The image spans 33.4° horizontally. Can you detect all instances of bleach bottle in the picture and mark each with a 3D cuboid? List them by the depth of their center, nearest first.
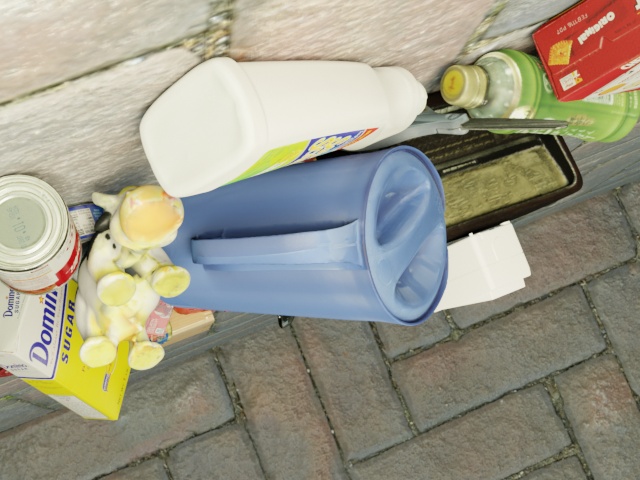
[{"bbox_3d":[-0.001,-0.090,0.742,0.103,0.068,0.250,-28,173,41],"label":"bleach bottle"}]

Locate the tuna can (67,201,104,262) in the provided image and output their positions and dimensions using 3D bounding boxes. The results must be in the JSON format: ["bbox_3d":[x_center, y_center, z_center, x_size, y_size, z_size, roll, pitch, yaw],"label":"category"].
[{"bbox_3d":[-0.213,0.000,0.872,0.086,0.034,0.086,-22,173,-3],"label":"tuna can"}]

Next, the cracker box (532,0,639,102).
[{"bbox_3d":[0.305,-0.189,0.894,0.213,0.072,0.164,-14,169,-45],"label":"cracker box"}]

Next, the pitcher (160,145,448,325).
[{"bbox_3d":[-0.033,0.000,0.844,0.243,0.149,0.145,-3,-130,34],"label":"pitcher"}]

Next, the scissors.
[{"bbox_3d":[0.087,-0.085,0.833,0.096,0.016,0.202,-27,-155,-27],"label":"scissors"}]

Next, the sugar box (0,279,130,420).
[{"bbox_3d":[-0.232,0.091,0.966,0.048,0.093,0.176,0,153,20],"label":"sugar box"}]

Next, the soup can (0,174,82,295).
[{"bbox_3d":[-0.205,-0.002,0.744,0.068,0.068,0.102,-21,172,-11],"label":"soup can"}]
